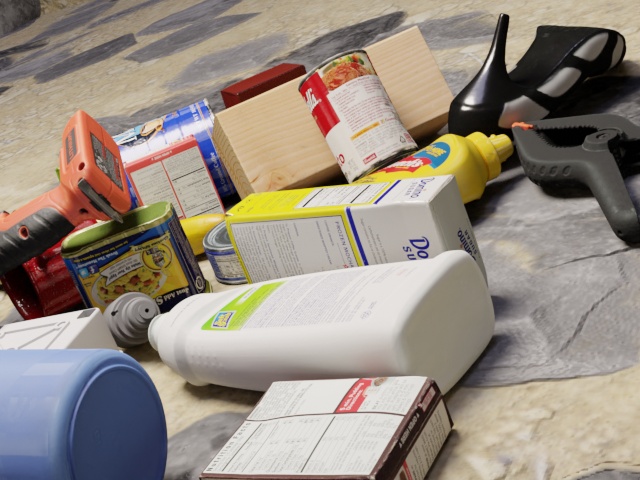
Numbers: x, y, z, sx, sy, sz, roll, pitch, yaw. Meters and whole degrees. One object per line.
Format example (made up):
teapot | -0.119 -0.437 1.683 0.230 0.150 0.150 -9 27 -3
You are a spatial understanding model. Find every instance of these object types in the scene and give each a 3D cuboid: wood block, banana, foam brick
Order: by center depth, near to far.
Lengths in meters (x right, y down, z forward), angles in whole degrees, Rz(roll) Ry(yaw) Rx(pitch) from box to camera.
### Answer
banana | -0.172 -0.013 0.990 0.198 0.070 0.037 16 28 22
wood block | 0.012 -0.109 0.998 0.206 0.091 0.090 -26 -5 -11
foam brick | -0.051 -0.139 1.065 0.078 0.053 0.051 -28 22 -17

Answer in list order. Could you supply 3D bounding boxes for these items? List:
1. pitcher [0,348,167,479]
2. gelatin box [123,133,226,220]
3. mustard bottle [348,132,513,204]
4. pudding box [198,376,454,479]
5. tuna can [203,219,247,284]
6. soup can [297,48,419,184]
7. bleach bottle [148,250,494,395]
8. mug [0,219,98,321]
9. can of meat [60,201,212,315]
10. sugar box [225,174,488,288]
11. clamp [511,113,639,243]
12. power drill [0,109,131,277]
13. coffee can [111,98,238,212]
pitcher | -0.220 0.135 0.637 0.243 0.149 0.144 -6 10 26
gelatin box | -0.138 -0.047 1.022 0.073 0.089 0.030 -23 18 -6
mustard bottle | 0.071 -0.038 0.850 0.191 0.058 0.096 -26 11 -14
pudding box | 0.004 0.114 0.579 0.114 0.039 0.089 -9 25 33
tuna can | -0.056 0.001 0.908 0.086 0.034 0.086 -18 21 7
soup can | 0.033 -0.103 0.914 0.068 0.102 0.068 -27 -10 -6
bleach bottle | -0.018 0.057 0.703 0.251 0.068 0.102 -4 27 42
mug | -0.231 0.016 0.944 0.081 0.093 0.117 -28 -9 -30
can of meat | -0.151 0.024 0.873 0.102 0.084 0.057 -21 22 0
sugar box | 0.023 0.009 0.737 0.177 0.093 0.048 -4 27 35
clamp | 0.213 -0.058 0.797 0.164 0.036 0.210 -33 28 -28
power drill | -0.246 -0.022 0.866 0.188 0.057 0.184 -36 40 9
coffee can | -0.162 -0.071 1.084 0.140 0.103 0.103 -22 21 -4
